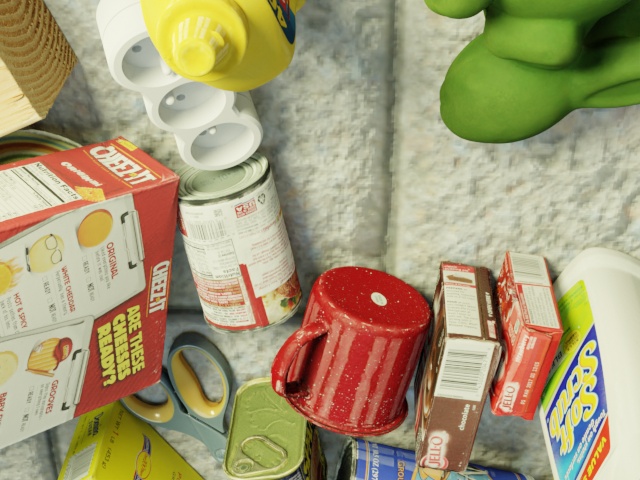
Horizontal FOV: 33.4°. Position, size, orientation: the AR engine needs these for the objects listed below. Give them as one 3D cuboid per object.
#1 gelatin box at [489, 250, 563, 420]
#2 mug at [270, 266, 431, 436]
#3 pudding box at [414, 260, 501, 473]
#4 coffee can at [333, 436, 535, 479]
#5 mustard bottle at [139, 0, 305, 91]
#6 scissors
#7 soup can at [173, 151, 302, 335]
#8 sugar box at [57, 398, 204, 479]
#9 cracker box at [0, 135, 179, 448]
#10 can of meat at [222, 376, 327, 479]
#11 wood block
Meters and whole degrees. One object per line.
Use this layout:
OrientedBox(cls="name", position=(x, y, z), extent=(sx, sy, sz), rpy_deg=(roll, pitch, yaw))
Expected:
OrientedBox(cls="gelatin box", position=(0.129, 0.061, 0.700), extent=(0.030, 0.089, 0.073), rpy_deg=(10, 122, -3))
OrientedBox(cls="mug", position=(0.016, 0.072, 0.708), extent=(0.117, 0.093, 0.082), rpy_deg=(-7, 125, -38))
OrientedBox(cls="pudding box", position=(0.089, 0.085, 0.718), extent=(0.039, 0.090, 0.113), rpy_deg=(9, 122, -3))
OrientedBox(cls="coffee can", position=(0.079, 0.210, 0.789), extent=(0.140, 0.102, 0.103), rpy_deg=(13, 122, -4))
OrientedBox(cls="mustard bottle", position=(-0.049, -0.128, 0.535), extent=(0.058, 0.191, 0.096), rpy_deg=(-27, 117, 19))
OrientedBox(cls="scissors", position=(-0.095, 0.156, 0.820), extent=(0.096, 0.016, 0.202), rpy_deg=(-5, 122, 9))
OrientedBox(cls="soup can", position=(-0.055, 0.001, 0.689), extent=(0.068, 0.068, 0.102), rpy_deg=(-8, 121, 9))
OrientedBox(cls="sugar box", position=(-0.120, 0.209, 0.809), extent=(0.048, 0.093, 0.176), rpy_deg=(-32, 116, 21))
OrientedBox(cls="cracker box", position=(-0.193, 0.042, 0.627), extent=(0.072, 0.213, 0.164), rpy_deg=(36, 130, 34))
OrientedBox(cls="can of meat", position=(-0.029, 0.162, 0.769), extent=(0.057, 0.102, 0.084), rpy_deg=(-8, 123, 9))
OrientedBox(cls="wood block", position=(-0.264, -0.090, 0.634), extent=(0.206, 0.090, 0.091), rpy_deg=(-19, 120, 15))
